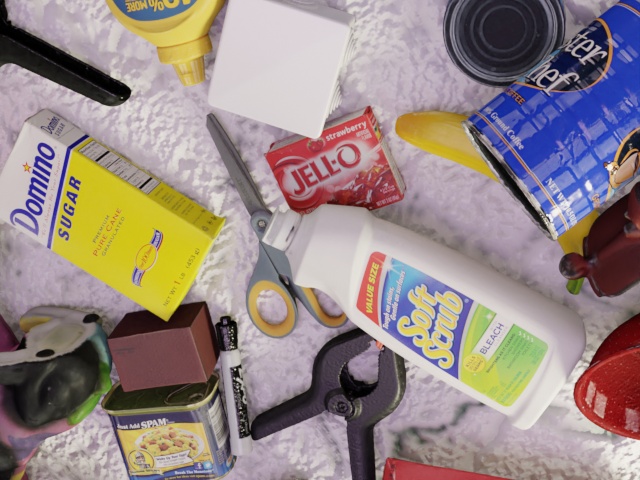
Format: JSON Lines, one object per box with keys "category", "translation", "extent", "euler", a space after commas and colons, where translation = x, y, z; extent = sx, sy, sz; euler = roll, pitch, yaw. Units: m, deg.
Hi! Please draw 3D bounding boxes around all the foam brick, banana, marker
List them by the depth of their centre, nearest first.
{"category": "banana", "translation": [0.146, -0.040, 0.793], "extent": [0.197, 0.037, 0.070], "euler": [42, 112, -8]}
{"category": "foam brick", "translation": [-0.131, 0.089, 0.899], "extent": [0.078, 0.051, 0.053], "euler": [-8, 110, 15]}
{"category": "marker", "translation": [-0.074, 0.123, 0.907], "extent": [0.020, 0.020, 0.121], "euler": [-4, 101, 13]}

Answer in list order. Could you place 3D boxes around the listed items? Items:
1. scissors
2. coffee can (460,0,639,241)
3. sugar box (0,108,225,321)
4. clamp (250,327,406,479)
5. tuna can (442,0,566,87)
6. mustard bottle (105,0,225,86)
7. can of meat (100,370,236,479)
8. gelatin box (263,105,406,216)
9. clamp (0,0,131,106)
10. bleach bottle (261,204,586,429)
{"category": "scissors", "translation": [-0.056, 0.001, 0.865], "extent": [0.096, 0.016, 0.201], "euler": [-37, 101, 23]}
{"category": "coffee can", "translation": [0.180, -0.082, 0.711], "extent": [0.140, 0.103, 0.103], "euler": [-38, 102, 5]}
{"category": "sugar box", "translation": [-0.174, -0.020, 0.865], "extent": [0.176, 0.048, 0.093], "euler": [30, 116, -3]}
{"category": "clamp", "translation": [0.028, 0.142, 0.894], "extent": [0.120, 0.039, 0.172], "euler": [35, 119, -4]}
{"category": "tuna can", "translation": [0.129, -0.151, 0.750], "extent": [0.086, 0.033, 0.086], "euler": [4, 114, 10]}
{"category": "mustard bottle", "translation": [-0.117, -0.205, 0.766], "extent": [0.096, 0.058, 0.191], "euler": [-8, 111, 17]}
{"category": "can of meat", "translation": [-0.129, 0.165, 0.928], "extent": [0.102, 0.057, 0.084], "euler": [-7, 113, 14]}
{"category": "gelatin box", "translation": [0.011, -0.053, 0.819], "extent": [0.089, 0.030, 0.073], "euler": [-19, 108, 18]}
{"category": "clamp", "translation": [-0.255, -0.181, 0.817], "extent": [0.210, 0.036, 0.164], "euler": [1, 114, 14]}
{"category": "bleach bottle", "translation": [0.070, 0.047, 0.815], "extent": [0.250, 0.068, 0.103], "euler": [26, 115, -7]}
